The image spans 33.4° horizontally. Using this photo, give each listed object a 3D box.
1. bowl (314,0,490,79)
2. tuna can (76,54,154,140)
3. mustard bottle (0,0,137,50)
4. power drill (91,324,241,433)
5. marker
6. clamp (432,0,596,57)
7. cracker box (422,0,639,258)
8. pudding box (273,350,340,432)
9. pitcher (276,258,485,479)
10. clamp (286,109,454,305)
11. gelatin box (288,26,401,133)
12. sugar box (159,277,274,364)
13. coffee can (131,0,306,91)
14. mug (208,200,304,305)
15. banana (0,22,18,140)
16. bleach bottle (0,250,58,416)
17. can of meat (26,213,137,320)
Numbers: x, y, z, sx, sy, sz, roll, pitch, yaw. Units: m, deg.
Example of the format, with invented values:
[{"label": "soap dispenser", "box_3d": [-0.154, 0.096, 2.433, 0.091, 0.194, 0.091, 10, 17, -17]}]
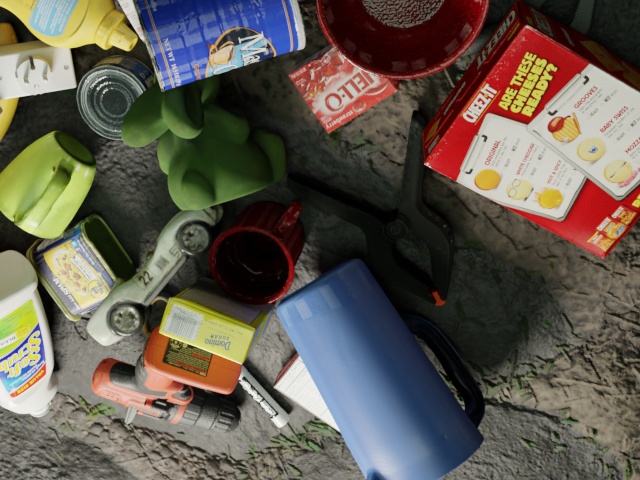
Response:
[{"label": "bowl", "box_3d": [0.076, -0.236, 0.999, 0.162, 0.055, 0.162, 2, 116, 4]}, {"label": "tuna can", "box_3d": [-0.213, -0.150, 1.130, 0.086, 0.033, 0.086, 6, 117, 11]}, {"label": "mustard bottle", "box_3d": [-0.267, -0.250, 1.070, 0.191, 0.058, 0.096, 34, 109, 2]}, {"label": "power drill", "box_3d": [-0.153, 0.163, 1.204, 0.184, 0.057, 0.188, 20, 150, -16]}, {"label": "marker", "box_3d": [-0.081, 0.173, 1.269, 0.020, 0.020, 0.121, -34, 104, 26]}, {"label": "clamp", "box_3d": [0.204, -0.184, 1.011, 0.172, 0.039, 0.120, -35, 113, 31]}, {"label": "cracker box", "box_3d": [0.228, -0.101, 1.003, 0.213, 0.072, 0.164, 26, 121, -15]}, {"label": "pudding box", "box_3d": [0.016, 0.162, 1.229, 0.113, 0.039, 0.090, 36, 119, -4]}, {"label": "pitcher", "box_3d": [0.065, 0.141, 1.140, 0.145, 0.149, 0.243, -31, 88, 13]}, {"label": "clamp", "box_3d": [0.070, -0.019, 1.126, 0.165, 0.036, 0.210, -18, 111, 21]}, {"label": "gelatin box", "box_3d": [0.025, -0.162, 1.069, 0.089, 0.030, 0.073, -29, 107, 25]}, {"label": "sugar box", "box_3d": [-0.106, 0.083, 1.140, 0.093, 0.176, 0.048, 21, 93, 3]}, {"label": "coffee can", "box_3d": [-0.095, -0.207, 0.985, 0.140, 0.103, 0.103, -18, 113, -6]}, {"label": "mug", "box_3d": [-0.057, 0.001, 1.141, 0.093, 0.081, 0.117, 35, 119, -5]}, {"label": "banana", "box_3d": [-0.369, -0.146, 1.169, 0.069, 0.037, 0.198, 39, 118, -8]}, {"label": "bleach bottle", "box_3d": [-0.355, 0.126, 1.256, 0.068, 0.102, 0.251, 44, 155, 32]}, {"label": "can of meat", "box_3d": [-0.270, 0.030, 1.222, 0.084, 0.057, 0.102, -26, 108, 21]}]
